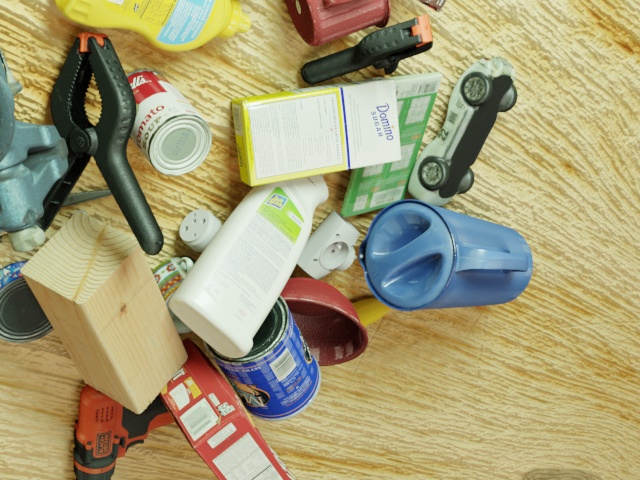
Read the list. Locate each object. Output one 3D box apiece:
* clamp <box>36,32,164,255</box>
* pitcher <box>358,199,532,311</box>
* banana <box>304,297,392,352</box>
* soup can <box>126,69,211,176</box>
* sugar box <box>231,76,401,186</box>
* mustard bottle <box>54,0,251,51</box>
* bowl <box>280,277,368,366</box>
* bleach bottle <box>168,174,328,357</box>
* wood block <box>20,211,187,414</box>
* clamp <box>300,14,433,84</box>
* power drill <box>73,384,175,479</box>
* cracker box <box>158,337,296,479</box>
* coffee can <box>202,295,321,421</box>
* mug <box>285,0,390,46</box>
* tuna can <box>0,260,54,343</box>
[{"bbox_3d":[-0.208,-0.088,1.009,0.036,0.165,0.210,-15,117,-60],"label":"clamp"},{"bbox_3d":[0.179,0.026,1.349,0.242,0.149,0.145,6,130,-52],"label":"pitcher"},{"bbox_3d":[0.010,0.128,1.406,0.197,0.037,0.069,-37,154,-4],"label":"banana"},{"bbox_3d":[-0.157,-0.116,1.046,0.068,0.102,0.068,-19,132,-23],"label":"soup can"},{"bbox_3d":[-0.003,-0.120,1.157,0.176,0.048,0.093,-11,106,-20],"label":"sugar box"},{"bbox_3d":[-0.144,-0.229,0.999,0.191,0.058,0.096,12,113,-41],"label":"mustard bottle"},{"bbox_3d":[-0.019,0.093,1.307,0.162,0.055,0.162,6,145,4],"label":"bowl"},{"bbox_3d":[-0.058,0.001,1.178,0.102,0.068,0.250,43,63,-17],"label":"bleach bottle"},{"bbox_3d":[-0.221,0.080,1.125,0.090,0.090,0.206,-50,149,-28],"label":"wood block"},{"bbox_3d":[0.055,-0.196,1.118,0.120,0.172,0.039,-18,89,-20],"label":"clamp"},{"bbox_3d":[-0.212,0.241,1.313,0.187,0.057,0.184,-9,126,-31],"label":"power drill"},{"bbox_3d":[-0.100,0.235,1.231,0.072,0.164,0.213,-36,127,-8],"label":"cracker box"},{"bbox_3d":[-0.066,0.133,1.235,0.102,0.103,0.140,-35,141,-9],"label":"coffee can"},{"bbox_3d":[0.018,-0.244,1.068,0.081,0.117,0.093,-23,108,-14],"label":"mug"},{"bbox_3d":[-0.312,0.064,1.123,0.086,0.034,0.086,-19,132,-23],"label":"tuna can"}]
